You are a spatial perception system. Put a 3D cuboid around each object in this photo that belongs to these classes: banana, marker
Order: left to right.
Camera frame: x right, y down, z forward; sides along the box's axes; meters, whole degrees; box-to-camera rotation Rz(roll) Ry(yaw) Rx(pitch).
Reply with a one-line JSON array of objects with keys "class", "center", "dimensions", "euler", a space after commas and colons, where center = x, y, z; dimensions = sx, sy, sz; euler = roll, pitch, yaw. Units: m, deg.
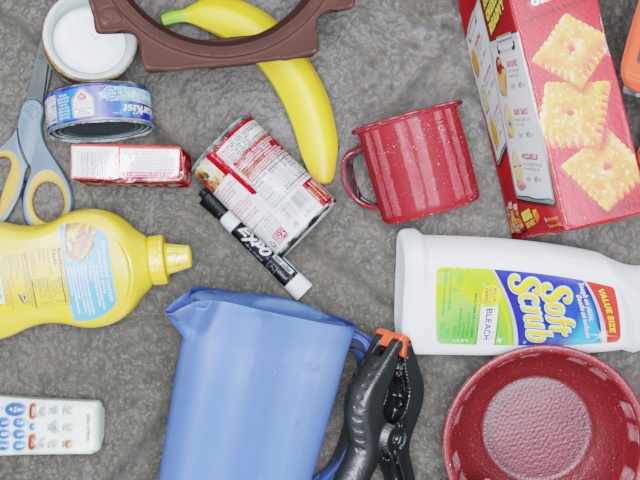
[{"class": "marker", "center": [-0.056, 0.001, 0.887], "dimensions": [0.121, 0.020, 0.020], "euler": [45, 88, 1]}, {"class": "banana", "center": [-0.041, -0.137, 0.887], "dimensions": [0.070, 0.037, 0.198], "euler": [-44, 88, 12]}]

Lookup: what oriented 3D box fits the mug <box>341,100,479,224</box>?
[{"class": "mug", "center": [0.069, -0.059, 0.863], "dimensions": [0.117, 0.093, 0.081], "euler": [-14, 93, 29]}]

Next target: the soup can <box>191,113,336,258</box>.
[{"class": "soup can", "center": [-0.045, -0.044, 0.865], "dimensions": [0.102, 0.068, 0.068], "euler": [44, 88, 1]}]

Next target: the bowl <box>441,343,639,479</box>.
[{"class": "bowl", "center": [0.177, 0.159, 0.858], "dimensions": [0.162, 0.055, 0.162], "euler": [0, 95, 4]}]

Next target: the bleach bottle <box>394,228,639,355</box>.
[{"class": "bleach bottle", "center": [0.188, 0.042, 0.861], "dimensions": [0.250, 0.068, 0.102], "euler": [0, 107, -2]}]

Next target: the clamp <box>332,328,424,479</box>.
[{"class": "clamp", "center": [0.052, 0.157, 0.841], "dimensions": [0.039, 0.120, 0.171], "euler": [16, 92, 36]}]

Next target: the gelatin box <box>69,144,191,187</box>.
[{"class": "gelatin box", "center": [-0.151, -0.059, 0.861], "dimensions": [0.089, 0.073, 0.030], "euler": [1, 88, -2]}]

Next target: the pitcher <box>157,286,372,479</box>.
[{"class": "pitcher", "center": [-0.052, 0.164, 0.833], "dimensions": [0.149, 0.144, 0.243], "euler": [13, 91, 18]}]

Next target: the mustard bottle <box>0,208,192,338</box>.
[{"class": "mustard bottle", "center": [-0.200, 0.024, 0.863], "dimensions": [0.191, 0.058, 0.096], "euler": [-7, 98, -1]}]

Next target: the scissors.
[{"class": "scissors", "center": [-0.225, -0.092, 0.891], "dimensions": [0.096, 0.016, 0.202], "euler": [27, 87, -1]}]

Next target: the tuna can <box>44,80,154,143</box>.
[{"class": "tuna can", "center": [-0.177, -0.102, 0.857], "dimensions": [0.086, 0.086, 0.034], "euler": [-6, 86, -1]}]

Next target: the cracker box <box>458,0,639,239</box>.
[{"class": "cracker box", "center": [0.174, -0.113, 0.822], "dimensions": [0.072, 0.164, 0.214], "euler": [-12, 88, -3]}]
